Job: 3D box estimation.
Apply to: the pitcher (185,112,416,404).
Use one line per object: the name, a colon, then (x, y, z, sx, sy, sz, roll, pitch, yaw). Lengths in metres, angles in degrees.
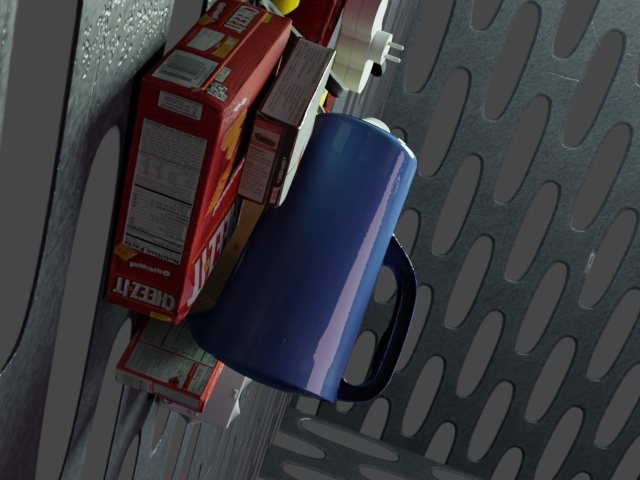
pitcher: (0.004, 0.019, 0.951, 0.149, 0.145, 0.243, 35, 75, -50)

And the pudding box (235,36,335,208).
pudding box: (-0.027, -0.094, 0.847, 0.113, 0.039, 0.090, -70, 178, -46)

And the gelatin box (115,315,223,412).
gelatin box: (-0.137, 0.113, 1.004, 0.030, 0.089, 0.073, 104, 7, -51)

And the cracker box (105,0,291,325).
cracker box: (-0.096, -0.064, 0.855, 0.164, 0.072, 0.214, -64, 173, -53)

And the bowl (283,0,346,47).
bowl: (-0.002, -0.269, 1.156, 0.162, 0.055, 0.162, 32, 80, -89)
